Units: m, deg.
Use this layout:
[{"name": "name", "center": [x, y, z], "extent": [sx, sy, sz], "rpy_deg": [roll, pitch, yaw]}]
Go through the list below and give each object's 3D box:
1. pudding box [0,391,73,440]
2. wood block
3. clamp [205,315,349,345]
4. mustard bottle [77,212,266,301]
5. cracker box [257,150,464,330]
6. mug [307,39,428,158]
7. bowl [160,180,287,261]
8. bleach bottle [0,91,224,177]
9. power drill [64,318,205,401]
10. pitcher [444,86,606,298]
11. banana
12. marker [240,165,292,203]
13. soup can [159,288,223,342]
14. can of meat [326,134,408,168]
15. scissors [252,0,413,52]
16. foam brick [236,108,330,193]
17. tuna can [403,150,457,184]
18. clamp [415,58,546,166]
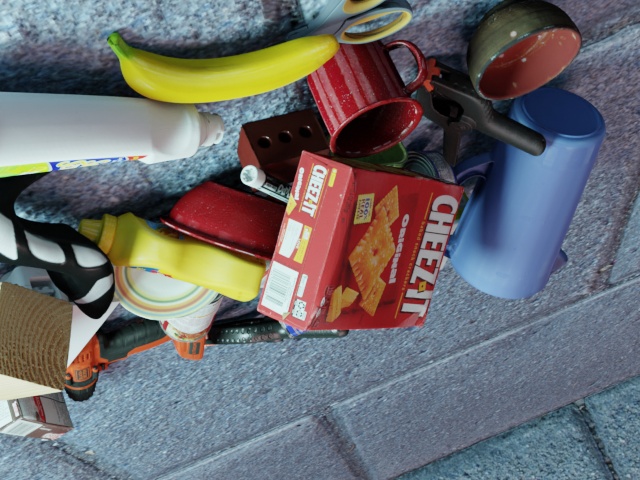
[{"name": "pudding box", "center": [-0.365, 0.199, 1.339], "extent": [0.039, 0.090, 0.113], "rpy_deg": [-30, 156, 11]}, {"name": "wood block", "center": [-0.351, 0.109, 1.057], "extent": [0.206, 0.090, 0.090], "rpy_deg": [-13, 155, 34]}, {"name": "clamp", "center": [-0.058, 0.119, 1.472], "extent": [0.210, 0.036, 0.164], "rpy_deg": [-6, -178, 7]}, {"name": "mustard bottle", "center": [-0.158, 0.012, 1.112], "extent": [0.191, 0.058, 0.096], "rpy_deg": [17, -178, -19]}, {"name": "cracker box", "center": [0.047, 0.005, 1.077], "extent": [0.213, 0.072, 0.164], "rpy_deg": [5, 105, -52]}, {"name": "mug", "center": [0.047, -0.142, 0.992], "extent": [0.117, 0.081, 0.093], "rpy_deg": [-35, 155, 25]}, {"name": "bowl", "center": [-0.081, -0.023, 1.102], "extent": [0.161, 0.162, 0.055], "rpy_deg": [14, 95, -55]}, {"name": "bleach bottle", "center": [-0.189, -0.091, 0.889], "extent": [0.250, 0.068, 0.103], "rpy_deg": [-7, 179, -37]}, {"name": "power drill", "center": [-0.244, 0.144, 1.372], "extent": [0.187, 0.057, 0.185], "rpy_deg": [-15, 156, -18]}, {"name": "pitcher", "center": [0.233, -0.058, 1.256], "extent": [0.149, 0.145, 0.243], "rpy_deg": [-28, 147, -36]}, {"name": "banana", "center": [-0.083, -0.145, 0.900], "extent": [0.197, 0.037, 0.070], "rpy_deg": [-5, 158, -20]}, {"name": "marker", "center": [-0.040, -0.050, 1.054], "extent": [0.020, 0.020, 0.121], "rpy_deg": [-31, 156, 18]}, {"name": "soup can", "center": [-0.154, 0.070, 1.286], "extent": [0.068, 0.068, 0.102], "rpy_deg": [-12, 154, -25]}, {"name": "can of meat", "center": [0.035, -0.075, 1.162], "extent": [0.101, 0.057, 0.084], "rpy_deg": [-10, 151, -30]}, {"name": "scissors", "center": [-0.012, -0.188, 0.924], "extent": [0.201, 0.016, 0.096], "rpy_deg": [-15, 152, -13]}, {"name": "foam brick", "center": [-0.038, -0.090, 1.065], "extent": [0.078, 0.053, 0.051], "rpy_deg": [-17, 156, -18]}, {"name": "tuna can", "center": [0.118, -0.061, 1.231], "extent": [0.033, 0.086, 0.086], "rpy_deg": [-7, 152, -36]}, {"name": "clamp", "center": [0.146, -0.129, 1.126], "extent": [0.120, 0.039, 0.171], "rpy_deg": [-17, 139, 41]}]
